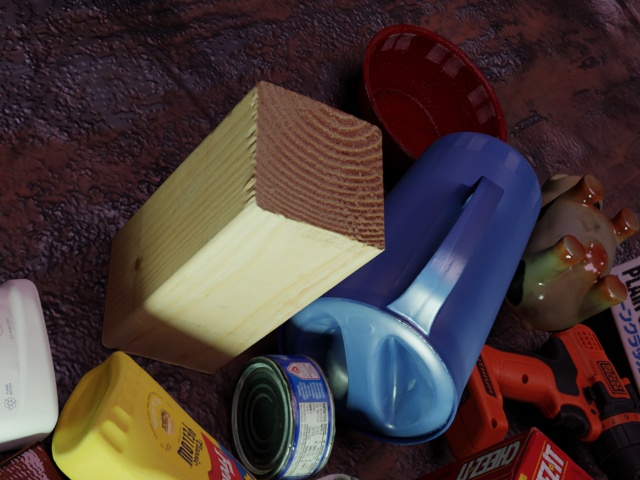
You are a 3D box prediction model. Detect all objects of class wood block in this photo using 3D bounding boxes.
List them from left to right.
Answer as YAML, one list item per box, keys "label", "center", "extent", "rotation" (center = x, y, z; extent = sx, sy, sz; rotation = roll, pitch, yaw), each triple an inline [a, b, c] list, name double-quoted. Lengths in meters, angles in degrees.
- label: "wood block"
  center: [-0.055, 0.000, 0.682]
  extent: [0.090, 0.206, 0.091]
  rotation: [18, 55, -28]

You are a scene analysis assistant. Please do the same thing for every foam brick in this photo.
- label: "foam brick"
  center: [-0.184, 0.159, 0.598]
  extent: [0.078, 0.053, 0.051]
  rotation: [-31, 85, -42]

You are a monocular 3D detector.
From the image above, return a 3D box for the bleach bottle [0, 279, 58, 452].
- label: "bleach bottle"
  center: [-0.274, 0.078, 0.572]
  extent: [0.250, 0.068, 0.102]
  rotation: [-2, 66, -35]

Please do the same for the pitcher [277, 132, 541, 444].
- label: "pitcher"
  center: [0.084, 0.018, 0.790]
  extent: [0.242, 0.149, 0.145]
  rotation: [-54, 131, -42]

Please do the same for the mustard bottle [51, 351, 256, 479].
- label: "mustard bottle"
  center: [-0.077, 0.160, 0.659]
  extent: [0.191, 0.058, 0.096]
  rotation: [48, 14, -20]

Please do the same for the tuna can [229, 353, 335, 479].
- label: "tuna can"
  center: [-0.027, 0.119, 0.717]
  extent: [0.033, 0.086, 0.086]
  rotation: [5, 62, -33]

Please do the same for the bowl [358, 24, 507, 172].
- label: "bowl"
  center: [0.090, -0.113, 0.962]
  extent: [0.161, 0.055, 0.162]
  rotation: [18, 55, -28]

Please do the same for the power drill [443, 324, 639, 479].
- label: "power drill"
  center: [0.182, 0.141, 0.856]
  extent: [0.187, 0.057, 0.184]
  rotation: [11, 41, -31]
